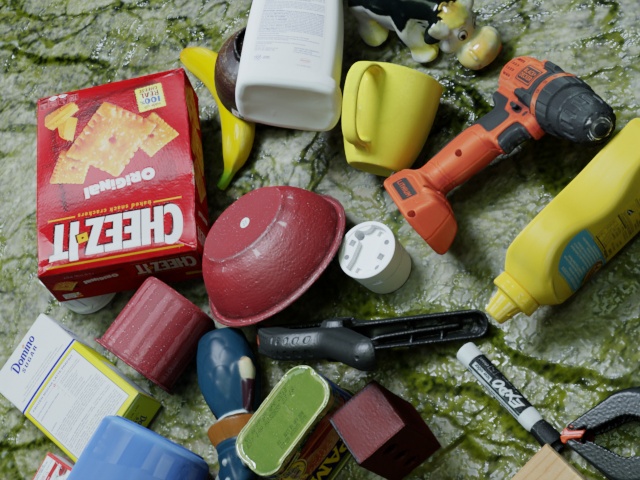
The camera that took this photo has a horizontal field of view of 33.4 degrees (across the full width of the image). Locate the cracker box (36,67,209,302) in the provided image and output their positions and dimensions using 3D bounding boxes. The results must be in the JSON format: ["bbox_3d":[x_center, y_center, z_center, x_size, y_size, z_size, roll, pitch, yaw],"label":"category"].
[{"bbox_3d":[-0.202,-0.059,1.085,0.164,0.072,0.214,-10,63,6],"label":"cracker box"}]

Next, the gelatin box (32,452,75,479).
[{"bbox_3d":[-0.247,0.257,1.029,0.089,0.030,0.073,22,80,35],"label":"gelatin box"}]

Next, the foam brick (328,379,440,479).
[{"bbox_3d":[0.053,0.159,0.879,0.053,0.078,0.051,-43,54,7],"label":"foam brick"}]

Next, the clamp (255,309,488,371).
[{"bbox_3d":[0.029,0.084,0.923,0.210,0.164,0.036,-5,92,50],"label":"clamp"}]

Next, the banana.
[{"bbox_3d":[-0.107,-0.149,1.146,0.070,0.037,0.198,-27,56,15],"label":"banana"}]

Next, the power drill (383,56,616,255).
[{"bbox_3d":[0.151,-0.073,0.914,0.188,0.057,0.184,-40,21,7],"label":"power drill"}]

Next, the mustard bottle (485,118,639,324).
[{"bbox_3d":[0.208,-0.005,0.861,0.191,0.096,0.058,-45,58,3],"label":"mustard bottle"}]

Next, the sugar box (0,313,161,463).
[{"bbox_3d":[-0.247,0.154,1.071,0.176,0.048,0.093,31,84,40],"label":"sugar box"}]

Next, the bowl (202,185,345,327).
[{"bbox_3d":[-0.057,0.001,0.996,0.162,0.055,0.162,-29,33,21],"label":"bowl"}]

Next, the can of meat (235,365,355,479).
[{"bbox_3d":[-0.013,0.163,0.910,0.058,0.083,0.102,35,86,36],"label":"can of meat"}]

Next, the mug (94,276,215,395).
[{"bbox_3d":[-0.159,0.089,1.036,0.081,0.093,0.117,-54,17,-10],"label":"mug"}]

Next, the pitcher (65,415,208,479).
[{"bbox_3d":[-0.188,0.283,0.923,0.149,0.145,0.242,25,76,3],"label":"pitcher"}]

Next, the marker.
[{"bbox_3d":[0.156,0.129,0.872,0.020,0.020,0.121,-45,53,3],"label":"marker"}]

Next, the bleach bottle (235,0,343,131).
[{"bbox_3d":[-0.016,-0.225,1.047,0.102,0.068,0.250,8,56,2],"label":"bleach bottle"}]
